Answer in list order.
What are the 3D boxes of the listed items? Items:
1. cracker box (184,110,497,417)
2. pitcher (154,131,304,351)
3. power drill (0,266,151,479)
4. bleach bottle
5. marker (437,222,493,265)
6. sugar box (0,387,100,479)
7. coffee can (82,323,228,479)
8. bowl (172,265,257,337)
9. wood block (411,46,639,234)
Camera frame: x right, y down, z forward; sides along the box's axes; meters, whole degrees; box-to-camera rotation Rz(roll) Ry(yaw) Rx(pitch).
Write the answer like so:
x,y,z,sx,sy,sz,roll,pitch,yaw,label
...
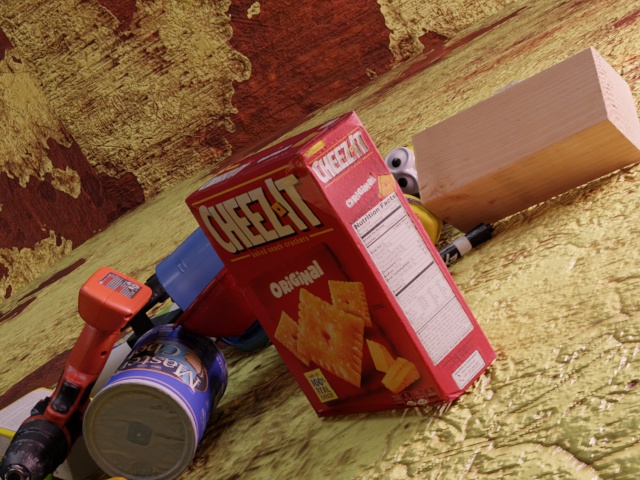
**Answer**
x,y,z,sx,sy,sz,roll,pitch,yaw,label
0.010,0.028,0.808,0.072,0.213,0.164,-39,13,-35,cracker box
-0.058,0.001,1.218,0.243,0.149,0.145,-45,3,8,pitcher
-0.228,0.126,0.988,0.188,0.057,0.184,-62,5,12,power drill
-0.246,0.153,1.356,0.251,0.068,0.102,-30,9,18,bleach bottle
0.120,0.019,1.064,0.121,0.020,0.020,-32,11,-3,marker
-0.280,0.205,1.139,0.177,0.048,0.093,5,27,44,sugar box
-0.150,0.150,0.997,0.103,0.103,0.140,-29,11,15,coffee can
-0.069,0.040,1.019,0.162,0.055,0.162,-49,2,2,bowl
0.205,-0.094,1.066,0.206,0.090,0.091,-25,55,31,wood block
